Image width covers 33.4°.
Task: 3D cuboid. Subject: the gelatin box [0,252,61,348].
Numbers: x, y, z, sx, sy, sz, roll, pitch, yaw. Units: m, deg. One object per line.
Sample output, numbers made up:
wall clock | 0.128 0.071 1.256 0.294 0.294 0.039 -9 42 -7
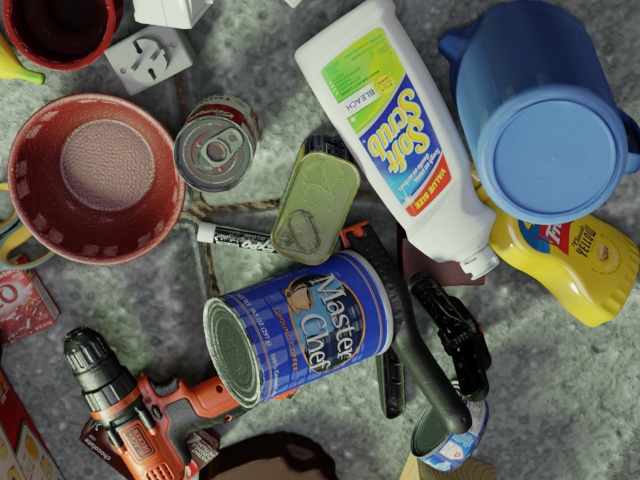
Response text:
gelatin box | -0.310 0.064 1.037 0.089 0.030 0.073 -24 107 8

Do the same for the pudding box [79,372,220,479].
pudding box | -0.171 0.201 1.079 0.090 0.039 0.113 -43 104 13

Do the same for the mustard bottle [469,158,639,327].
mustard bottle | 0.202 -0.011 0.978 0.191 0.096 0.058 37 147 -10

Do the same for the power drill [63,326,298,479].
power drill | -0.130 0.129 1.020 0.187 0.057 0.184 -29 107 -7

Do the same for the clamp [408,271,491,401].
clamp | 0.130 0.095 0.974 0.039 0.171 0.120 -24 71 15

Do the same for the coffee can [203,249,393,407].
coffee can | -0.020 0.077 0.960 0.140 0.103 0.103 -19 111 -27

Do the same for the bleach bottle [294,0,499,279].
bleach bottle | 0.083 -0.083 0.932 0.103 0.068 0.251 -33 90 12

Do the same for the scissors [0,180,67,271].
scissors | -0.331 0.016 0.981 0.201 0.016 0.096 -29 93 -21

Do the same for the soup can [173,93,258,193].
soup can | -0.090 -0.088 0.945 0.068 0.102 0.068 0 109 0

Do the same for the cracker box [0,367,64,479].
cracker box | -0.316 0.250 1.032 0.072 0.164 0.213 -20 108 9

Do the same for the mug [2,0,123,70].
mug | -0.217 -0.210 0.914 0.093 0.081 0.117 -6 109 2

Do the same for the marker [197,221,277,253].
marker | -0.057 0.001 1.020 0.121 0.020 0.020 10 109 -3

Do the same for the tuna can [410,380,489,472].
tuna can | 0.127 0.183 1.048 0.033 0.086 0.086 33 106 -13

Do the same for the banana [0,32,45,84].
banana | -0.303 -0.224 0.933 0.069 0.037 0.198 -16 107 5

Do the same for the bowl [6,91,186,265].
bowl | -0.200 -0.061 0.979 0.162 0.055 0.162 0 109 0

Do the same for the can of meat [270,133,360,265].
can of meat | -0.005 -0.040 0.971 0.057 0.084 0.102 19 108 -7

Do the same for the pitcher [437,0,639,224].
pitcher | 0.184 -0.102 0.865 0.149 0.242 0.145 -16 112 12

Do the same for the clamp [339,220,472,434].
clamp | 0.071 0.084 0.993 0.036 0.165 0.210 -22 100 -21

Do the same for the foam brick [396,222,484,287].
foam brick | 0.113 0.012 1.006 0.078 0.051 0.053 -2 108 1
